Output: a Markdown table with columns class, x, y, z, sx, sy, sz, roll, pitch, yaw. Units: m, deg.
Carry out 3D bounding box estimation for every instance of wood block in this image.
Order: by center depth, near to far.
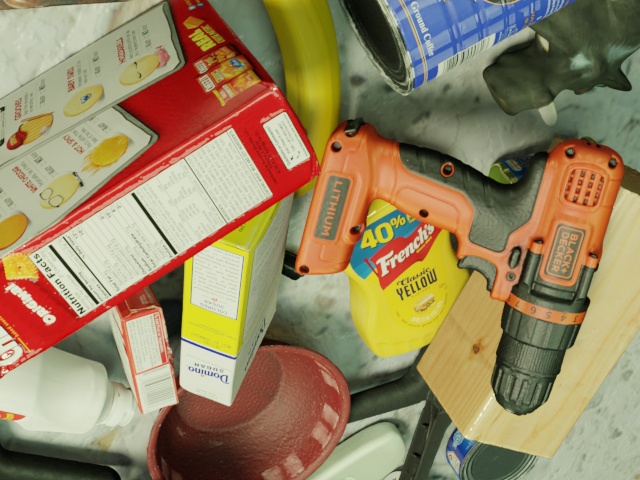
| class | x | y | z | sx | sy | sz | roll | pitch | yaw |
| --- | --- | --- | --- | --- | --- | --- | --- | --- | --- |
| wood block | 0.168 | 0.043 | 0.768 | 0.090 | 0.091 | 0.206 | 18 | 112 | -30 |

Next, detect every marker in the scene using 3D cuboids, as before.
| class | x | y | z | sx | sy | sz | roll | pitch | yaw |
| --- | --- | --- | --- | --- | --- | --- | --- | --- | --- |
| marker | -0.055 | 0.001 | 0.754 | 0.121 | 0.020 | 0.020 | 27 | 108 | -37 |

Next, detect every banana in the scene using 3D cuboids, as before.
| class | x | y | z | sx | sy | sz | roll | pitch | yaw |
| --- | --- | --- | --- | --- | --- | --- | --- | --- | --- |
| banana | -0.012 | -0.101 | 0.675 | 0.069 | 0.037 | 0.198 | -53 | 151 | -46 |

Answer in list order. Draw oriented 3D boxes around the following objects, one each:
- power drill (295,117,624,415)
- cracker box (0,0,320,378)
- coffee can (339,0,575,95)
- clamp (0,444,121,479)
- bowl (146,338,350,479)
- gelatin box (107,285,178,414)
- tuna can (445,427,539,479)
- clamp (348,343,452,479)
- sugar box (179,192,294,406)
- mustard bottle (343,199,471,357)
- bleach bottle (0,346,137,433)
| class | x | y | z | sx | sy | sz | roll | pitch | yaw |
| --- | --- | --- | --- | --- | --- | --- | --- | --- | --- |
| power drill | 0.083 | 0.009 | 0.686 | 0.187 | 0.057 | 0.184 | 15 | 104 | 5 |
| cracker box | -0.124 | -0.038 | 0.596 | 0.213 | 0.164 | 0.072 | -33 | 128 | -2 |
| coffee can | 0.089 | -0.166 | 0.650 | 0.140 | 0.103 | 0.102 | -29 | 131 | -5 |
| clamp | -0.265 | 0.174 | 0.761 | 0.164 | 0.036 | 0.209 | -39 | 129 | 3 |
| bowl | -0.061 | 0.130 | 0.818 | 0.162 | 0.055 | 0.162 | -13 | 127 | -18 |
| gelatin box | -0.124 | 0.061 | 0.726 | 0.030 | 0.073 | 0.089 | -16 | 127 | -16 |
| tuna can | 0.160 | 0.192 | 0.985 | 0.086 | 0.034 | 0.086 | -13 | 127 | -18 |
| clamp | 0.087 | 0.124 | 0.890 | 0.120 | 0.039 | 0.171 | 40 | 86 | -33 |
| sugar box | -0.054 | 0.021 | 0.682 | 0.048 | 0.093 | 0.176 | 21 | 141 | 4 |
| mustard bottle | 0.051 | -0.005 | 0.776 | 0.096 | 0.058 | 0.191 | -28 | 130 | -7 |
| bleach bottle | -0.226 | 0.082 | 0.679 | 0.250 | 0.068 | 0.103 | 20 | 155 | -37 |
